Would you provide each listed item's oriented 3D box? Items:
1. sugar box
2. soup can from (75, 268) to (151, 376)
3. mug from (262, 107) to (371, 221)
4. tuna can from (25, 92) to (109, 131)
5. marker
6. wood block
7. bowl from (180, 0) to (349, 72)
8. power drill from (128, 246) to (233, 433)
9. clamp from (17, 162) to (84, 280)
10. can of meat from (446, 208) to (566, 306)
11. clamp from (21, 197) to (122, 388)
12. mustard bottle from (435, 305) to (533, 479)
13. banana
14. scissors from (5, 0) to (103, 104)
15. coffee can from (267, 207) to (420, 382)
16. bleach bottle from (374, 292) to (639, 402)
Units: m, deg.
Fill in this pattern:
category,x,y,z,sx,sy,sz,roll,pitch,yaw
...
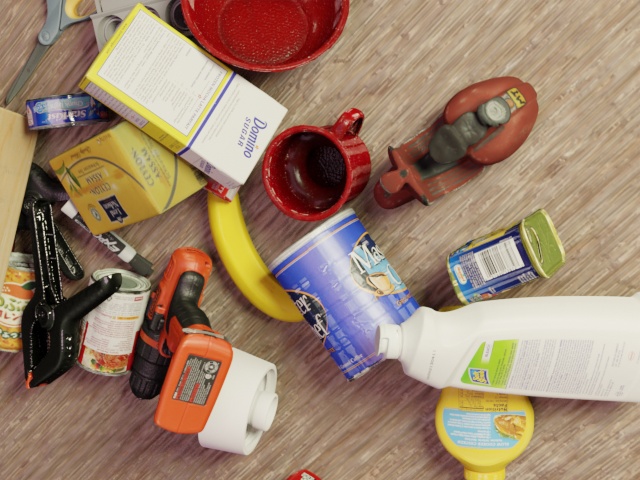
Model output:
category,x,y,z,sx,sy,sz,roll,pitch,yaw
sugar box,-0.128,-0.134,1.011,0.176,0.048,0.093,36,71,-17
soup can,-0.230,0.089,1.183,0.068,0.068,0.102,20,106,17
mug,0.006,-0.080,1.048,0.093,0.081,0.117,35,111,12
tuna can,-0.272,-0.139,1.146,0.086,0.086,0.034,-4,97,22
marker,-0.232,-0.002,1.172,0.121,0.020,0.020,41,113,-12
wood block,-0.386,-0.044,1.160,0.091,0.090,0.206,12,89,18
bowl,-0.055,-0.222,1.035,0.162,0.055,0.162,2,69,-5
power drill,-0.150,0.118,1.102,0.057,0.188,0.184,13,108,-22
clamp,-0.311,-0.047,1.206,0.171,0.039,0.120,36,101,8
can of meat,0.172,0.016,0.991,0.084,0.102,0.057,-24,90,26
clamp,-0.282,0.079,1.161,0.165,0.036,0.210,33,117,38
mustard bottle,0.161,0.161,1.046,0.096,0.058,0.192,0,100,11
banana,-0.070,0.016,1.125,0.069,0.037,0.198,-38,87,0
scissors,-0.305,-0.246,1.177,0.202,0.016,0.096,-34,85,24
coffee can,0.029,0.054,1.054,0.103,0.102,0.140,-37,86,23
bleach bottle,0.176,0.091,0.964,0.250,0.068,0.103,4,118,-6
